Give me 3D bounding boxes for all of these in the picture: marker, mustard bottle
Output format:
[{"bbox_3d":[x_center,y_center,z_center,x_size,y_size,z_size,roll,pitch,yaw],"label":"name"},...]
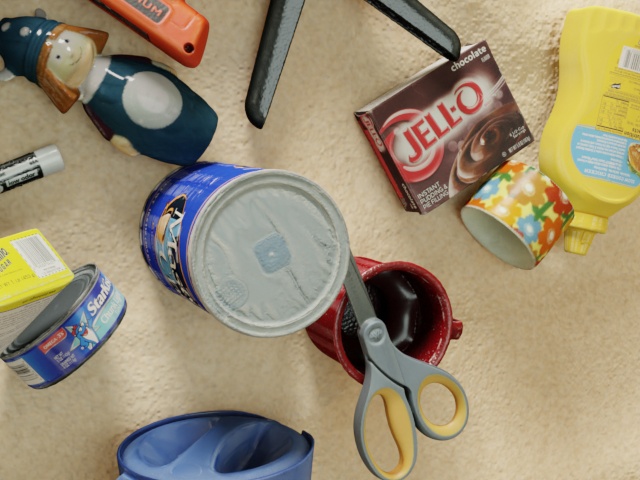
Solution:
[{"bbox_3d":[-0.227,-0.033,0.698,0.121,0.020,0.020,-24,105,-18],"label":"marker"},{"bbox_3d":[0.224,-0.083,0.852,0.096,0.058,0.191,10,92,-25],"label":"mustard bottle"}]

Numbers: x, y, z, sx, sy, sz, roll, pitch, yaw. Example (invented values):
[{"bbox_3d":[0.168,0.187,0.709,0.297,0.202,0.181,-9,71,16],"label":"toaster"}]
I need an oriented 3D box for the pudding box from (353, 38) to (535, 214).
[{"bbox_3d":[0.094,-0.086,0.810,0.113,0.039,0.090,-34,106,-15],"label":"pudding box"}]

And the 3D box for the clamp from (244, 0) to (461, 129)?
[{"bbox_3d":[-0.011,-0.191,0.753,0.164,0.036,0.210,-27,100,-8],"label":"clamp"}]

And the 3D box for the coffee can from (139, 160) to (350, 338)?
[{"bbox_3d":[-0.055,0.001,0.706,0.102,0.140,0.103,-3,97,-22],"label":"coffee can"}]

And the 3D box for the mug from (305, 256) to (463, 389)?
[{"bbox_3d":[0.048,0.057,0.786,0.117,0.082,0.093,5,94,-22],"label":"mug"}]

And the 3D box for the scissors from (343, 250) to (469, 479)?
[{"bbox_3d":[0.054,0.067,0.735,0.096,0.016,0.202,-10,100,-22],"label":"scissors"}]

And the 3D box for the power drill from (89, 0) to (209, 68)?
[{"bbox_3d":[-0.062,-0.210,0.698,0.184,0.057,0.187,33,87,-3],"label":"power drill"}]

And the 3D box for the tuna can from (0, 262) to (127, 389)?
[{"bbox_3d":[-0.168,0.056,0.697,0.086,0.086,0.033,-44,111,-12],"label":"tuna can"}]

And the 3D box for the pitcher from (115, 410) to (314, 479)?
[{"bbox_3d":[-0.076,0.251,0.735,0.149,0.145,0.243,-1,101,-1],"label":"pitcher"}]

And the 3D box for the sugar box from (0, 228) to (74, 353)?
[{"bbox_3d":[-0.232,0.070,0.630,0.176,0.093,0.048,-41,86,18],"label":"sugar box"}]
